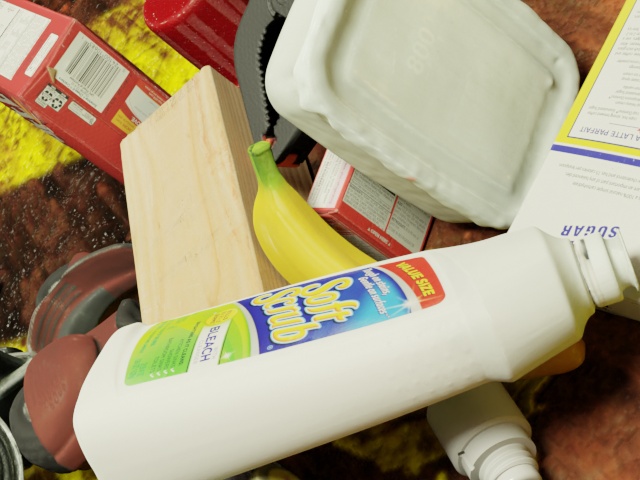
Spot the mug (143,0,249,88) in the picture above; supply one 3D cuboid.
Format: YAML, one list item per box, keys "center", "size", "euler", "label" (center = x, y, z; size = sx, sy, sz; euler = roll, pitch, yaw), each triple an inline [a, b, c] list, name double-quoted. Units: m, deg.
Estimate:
- center: [-0.071, -0.173, 0.802]
  size: [0.117, 0.081, 0.093]
  euler: [-6, 59, 42]
  label: "mug"

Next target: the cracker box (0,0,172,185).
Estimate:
- center: [-0.183, -0.107, 0.804]
  size: [0.214, 0.164, 0.072]
  euler: [28, 82, 50]
  label: "cracker box"

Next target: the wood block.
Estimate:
- center: [-0.055, 0.001, 0.656]
  size: [0.090, 0.090, 0.206]
  euler: [-38, 43, 21]
  label: "wood block"

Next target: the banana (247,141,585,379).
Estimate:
- center: [0.036, 0.025, 0.542]
  size: [0.198, 0.070, 0.037]
  euler: [31, 57, 15]
  label: "banana"

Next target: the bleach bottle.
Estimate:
- center: [0.017, 0.046, 0.487]
  size: [0.251, 0.068, 0.102]
  euler: [-20, 19, 14]
  label: "bleach bottle"

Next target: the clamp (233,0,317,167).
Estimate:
- center: [-0.016, -0.150, 0.634]
  size: [0.165, 0.036, 0.210]
  euler: [27, 111, 41]
  label: "clamp"

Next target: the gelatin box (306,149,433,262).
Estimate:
- center: [0.036, -0.038, 0.607]
  size: [0.030, 0.073, 0.089]
  euler: [1, 64, 46]
  label: "gelatin box"
